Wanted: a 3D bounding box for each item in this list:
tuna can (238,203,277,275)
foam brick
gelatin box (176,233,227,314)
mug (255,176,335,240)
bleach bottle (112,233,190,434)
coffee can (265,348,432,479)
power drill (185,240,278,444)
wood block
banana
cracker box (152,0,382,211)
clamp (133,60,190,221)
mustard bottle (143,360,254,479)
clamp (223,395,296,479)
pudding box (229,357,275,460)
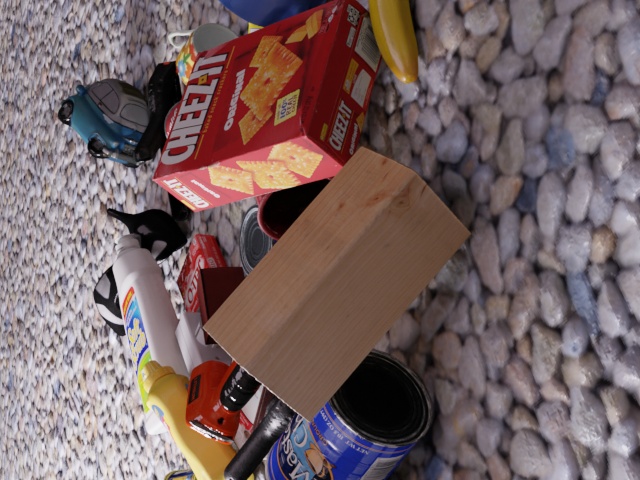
[{"bbox_3d":[-0.058,0.001,1.174,0.086,0.033,0.086,-7,83,60],"label":"tuna can"},{"bbox_3d":[-0.112,0.075,1.237,0.053,0.051,0.078,114,148,-64],"label":"foam brick"},{"bbox_3d":[-0.148,0.048,1.332,0.089,0.030,0.073,-63,38,37],"label":"gelatin box"},{"bbox_3d":[-0.025,-0.051,1.081,0.117,0.093,0.081,69,179,-47],"label":"mug"},{"bbox_3d":[-0.217,0.114,1.368,0.103,0.067,0.251,-43,62,53],"label":"bleach bottle"},{"bbox_3d":[0.023,0.178,0.953,0.140,0.102,0.103,-60,40,40],"label":"coffee can"},{"bbox_3d":[-0.067,0.099,1.081,0.188,0.057,0.184,-54,17,25],"label":"power drill"},{"bbox_3d":[0.013,0.033,0.889,0.206,0.090,0.090,-49,33,-4],"label":"wood block"},{"bbox_3d":[0.069,-0.241,0.964,0.070,0.037,0.198,13,100,60],"label":"banana"},{"bbox_3d":[-0.051,-0.128,1.021,0.214,0.072,0.164,-10,53,42],"label":"cracker box"},{"bbox_3d":[-0.199,-0.140,1.392,0.164,0.036,0.210,72,-166,-54],"label":"clamp"},{"bbox_3d":[-0.151,0.213,1.234,0.192,0.058,0.096,50,169,28],"label":"mustard bottle"},{"bbox_3d":[-0.039,0.174,1.049,0.120,0.039,0.172,-56,-3,-38],"label":"clamp"},{"bbox_3d":[-0.073,0.174,1.187,0.090,0.039,0.113,46,125,54],"label":"pudding box"}]
